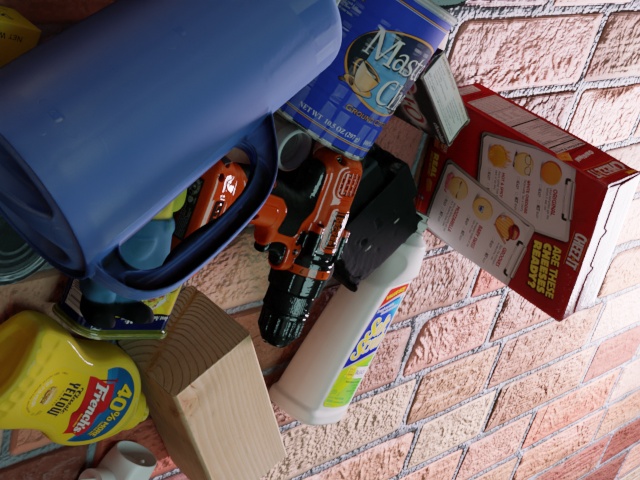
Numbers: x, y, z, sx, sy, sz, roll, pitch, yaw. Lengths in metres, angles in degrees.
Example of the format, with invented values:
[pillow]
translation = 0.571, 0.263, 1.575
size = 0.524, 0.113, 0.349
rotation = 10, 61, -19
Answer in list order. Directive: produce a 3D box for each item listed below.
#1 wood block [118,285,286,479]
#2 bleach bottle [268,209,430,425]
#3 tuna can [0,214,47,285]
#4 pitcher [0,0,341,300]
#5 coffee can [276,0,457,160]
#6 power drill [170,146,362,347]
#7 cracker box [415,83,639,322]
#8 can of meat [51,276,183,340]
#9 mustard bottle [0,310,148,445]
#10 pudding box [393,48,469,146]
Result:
[wood block]
translation = -0.108, 0.154, 1.016
size = 0.090, 0.090, 0.206
rotation = -38, 143, -22
[bleach bottle]
translation = 0.042, 0.077, 1.151
size = 0.251, 0.068, 0.102
rotation = -61, 153, 8
[tuna can]
translation = -0.229, -0.010, 0.774
size = 0.086, 0.034, 0.086
rotation = -31, 140, -30
[pitcher]
translation = -0.096, -0.088, 0.677
size = 0.242, 0.145, 0.149
rotation = -40, 134, -24
[coffee can]
translation = 0.031, -0.152, 0.881
size = 0.102, 0.103, 0.140
rotation = 15, 113, -54
[power drill]
translation = -0.056, 0.001, 0.880
size = 0.187, 0.057, 0.184
rotation = 7, 104, -51
[cracker box]
translation = 0.205, -0.044, 1.103
size = 0.071, 0.214, 0.164
rotation = -21, 134, -39
[can of meat]
translation = -0.158, 0.031, 0.877
size = 0.101, 0.058, 0.084
rotation = 6, 113, -53
[mustard bottle]
translation = -0.207, 0.126, 0.900
size = 0.096, 0.058, 0.191
rotation = -53, 147, 1
[pudding box]
translation = 0.083, -0.146, 0.978
size = 0.039, 0.090, 0.113
rotation = -49, 146, -8
